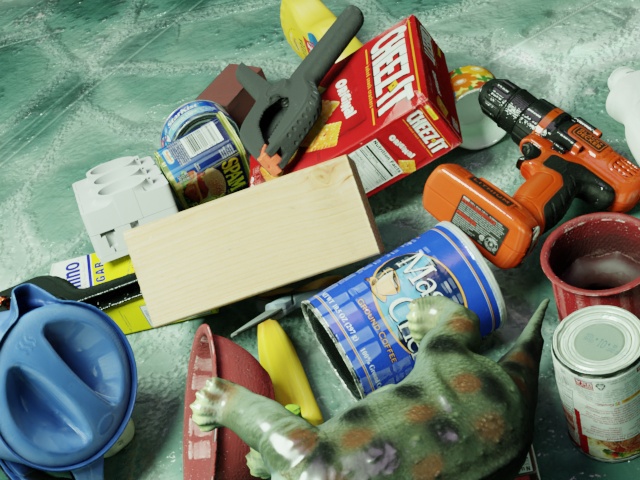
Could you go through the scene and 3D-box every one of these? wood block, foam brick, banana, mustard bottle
[{"bbox_3d":[-0.056,0.001,0.949,0.206,0.091,0.090,-19,-1,7],"label":"wood block"},{"bbox_3d":[-0.101,-0.163,1.253,0.051,0.053,0.078,14,50,34],"label":"foam brick"},{"bbox_3d":[-0.023,0.126,0.882,0.037,0.069,0.198,-8,18,-9],"label":"banana"},{"bbox_3d":[0.015,-0.214,1.226,0.058,0.096,0.192,-27,41,-8],"label":"mustard bottle"}]

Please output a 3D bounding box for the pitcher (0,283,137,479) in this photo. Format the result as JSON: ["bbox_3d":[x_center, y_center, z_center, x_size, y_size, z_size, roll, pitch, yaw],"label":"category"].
[{"bbox_3d":[-0.273,0.132,0.914,0.243,0.144,0.149,-7,59,47],"label":"pitcher"}]

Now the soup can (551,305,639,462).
[{"bbox_3d":[0.209,0.105,0.783,0.068,0.102,0.068,-12,41,10],"label":"soup can"}]

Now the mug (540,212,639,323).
[{"bbox_3d":[0.231,0.029,0.874,0.093,0.081,0.117,-10,41,13],"label":"mug"}]

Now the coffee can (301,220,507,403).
[{"bbox_3d":[0.069,0.061,0.892,0.140,0.103,0.103,-29,41,-10],"label":"coffee can"}]

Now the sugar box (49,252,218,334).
[{"bbox_3d":[-0.188,0.046,1.062,0.176,0.048,0.093,-12,41,8],"label":"sugar box"}]

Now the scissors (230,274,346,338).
[{"bbox_3d":[-0.049,0.061,0.936,0.096,0.016,0.201,-11,5,36],"label":"scissors"}]

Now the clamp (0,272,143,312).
[{"bbox_3d":[-0.236,0.065,1.007,0.172,0.039,0.120,17,58,28],"label":"clamp"}]

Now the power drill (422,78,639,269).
[{"bbox_3d":[0.177,-0.065,0.954,0.185,0.057,0.187,39,49,23],"label":"power drill"}]

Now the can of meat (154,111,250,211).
[{"bbox_3d":[-0.123,-0.078,1.130,0.084,0.102,0.057,-30,69,-7],"label":"can of meat"}]

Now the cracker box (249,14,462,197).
[{"bbox_3d":[0.028,-0.115,1.082,0.214,0.072,0.164,-30,36,22],"label":"cracker box"}]

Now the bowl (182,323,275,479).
[{"bbox_3d":[-0.071,0.148,0.842,0.055,0.162,0.162,4,38,-15],"label":"bowl"}]

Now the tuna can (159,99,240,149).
[{"bbox_3d":[-0.132,-0.111,1.182,0.086,0.086,0.034,-30,42,-10],"label":"tuna can"}]

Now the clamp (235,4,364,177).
[{"bbox_3d":[-0.042,-0.143,1.089,0.165,0.036,0.210,-18,41,36],"label":"clamp"}]
